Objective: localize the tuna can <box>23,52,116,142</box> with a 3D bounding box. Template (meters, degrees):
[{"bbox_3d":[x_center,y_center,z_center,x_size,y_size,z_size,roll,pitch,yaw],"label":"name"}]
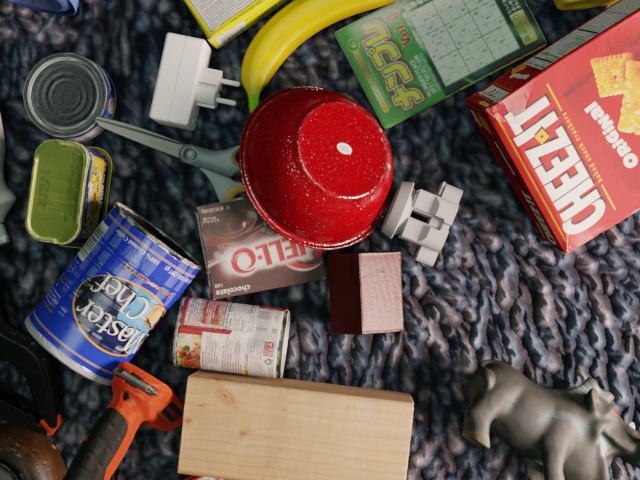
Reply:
[{"bbox_3d":[-0.245,-0.140,1.042,0.086,0.034,0.086,0,89,2],"label":"tuna can"}]

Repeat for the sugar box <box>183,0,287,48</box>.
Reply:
[{"bbox_3d":[-0.115,-0.285,1.035,0.093,0.048,0.176,-34,84,2],"label":"sugar box"}]

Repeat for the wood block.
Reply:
[{"bbox_3d":[-0.021,0.179,0.997,0.206,0.091,0.090,6,89,2],"label":"wood block"}]

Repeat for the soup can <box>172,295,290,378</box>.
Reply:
[{"bbox_3d":[-0.083,0.092,1.013,0.102,0.068,0.068,7,89,2],"label":"soup can"}]

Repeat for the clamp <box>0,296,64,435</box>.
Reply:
[{"bbox_3d":[-0.332,0.109,1.031,0.165,0.036,0.210,-32,97,17],"label":"clamp"}]

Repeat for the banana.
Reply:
[{"bbox_3d":[-0.009,-0.204,1.030,0.198,0.037,0.069,-40,84,3],"label":"banana"}]

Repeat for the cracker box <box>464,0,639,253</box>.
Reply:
[{"bbox_3d":[0.268,-0.114,0.979,0.213,0.072,0.164,-33,107,1],"label":"cracker box"}]

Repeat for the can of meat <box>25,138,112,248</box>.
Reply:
[{"bbox_3d":[-0.239,-0.044,1.015,0.057,0.084,0.102,7,89,3],"label":"can of meat"}]

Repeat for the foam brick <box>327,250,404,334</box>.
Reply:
[{"bbox_3d":[0.043,0.049,1.006,0.051,0.053,0.078,-1,89,-35],"label":"foam brick"}]

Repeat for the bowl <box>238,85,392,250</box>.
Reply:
[{"bbox_3d":[0.009,-0.075,0.983,0.161,0.055,0.162,7,74,-25],"label":"bowl"}]

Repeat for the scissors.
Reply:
[{"bbox_3d":[-0.120,-0.063,1.032,0.201,0.016,0.096,5,94,-5],"label":"scissors"}]

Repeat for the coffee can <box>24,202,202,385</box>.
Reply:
[{"bbox_3d":[-0.193,0.050,1.001,0.103,0.103,0.140,38,90,3],"label":"coffee can"}]

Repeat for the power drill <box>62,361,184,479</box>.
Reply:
[{"bbox_3d":[-0.196,0.217,0.985,0.057,0.184,0.187,25,71,19],"label":"power drill"}]

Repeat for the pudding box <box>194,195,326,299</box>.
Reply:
[{"bbox_3d":[-0.057,0.001,1.015,0.113,0.039,0.090,-10,97,-6],"label":"pudding box"}]
